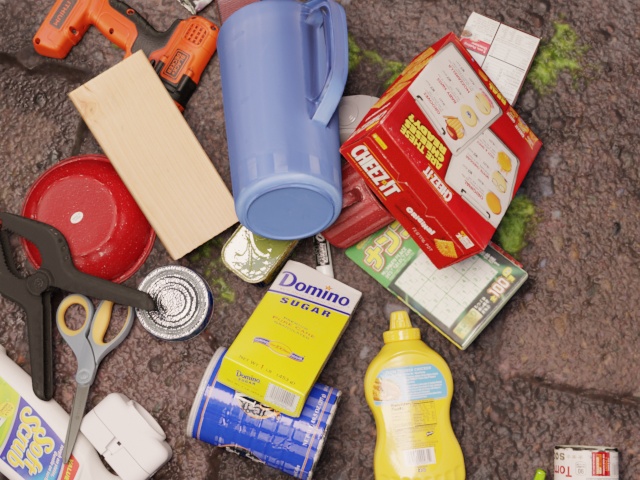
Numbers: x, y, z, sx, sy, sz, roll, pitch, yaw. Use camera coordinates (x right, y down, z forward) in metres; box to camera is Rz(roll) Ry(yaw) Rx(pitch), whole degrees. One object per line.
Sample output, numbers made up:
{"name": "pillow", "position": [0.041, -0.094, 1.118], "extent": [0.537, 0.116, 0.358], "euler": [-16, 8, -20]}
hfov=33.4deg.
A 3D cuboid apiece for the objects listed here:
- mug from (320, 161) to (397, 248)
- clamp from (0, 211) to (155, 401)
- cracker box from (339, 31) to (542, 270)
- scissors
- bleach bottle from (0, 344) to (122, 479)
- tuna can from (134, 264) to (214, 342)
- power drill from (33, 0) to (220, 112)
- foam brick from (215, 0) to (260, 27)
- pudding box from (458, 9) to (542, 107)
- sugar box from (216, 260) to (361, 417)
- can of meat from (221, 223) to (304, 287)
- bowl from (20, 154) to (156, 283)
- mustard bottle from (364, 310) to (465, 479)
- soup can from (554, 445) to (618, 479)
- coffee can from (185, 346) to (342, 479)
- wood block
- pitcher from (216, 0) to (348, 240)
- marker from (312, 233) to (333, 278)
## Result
{"name": "mug", "position": [0.033, -0.041, 1.155], "extent": [0.082, 0.117, 0.093], "euler": [-31, 88, 27]}
{"name": "clamp", "position": [-0.286, 0.044, 1.151], "extent": [0.164, 0.036, 0.210], "euler": [-33, 81, 5]}
{"name": "cracker box", "position": [0.129, -0.097, 1.106], "extent": [0.164, 0.072, 0.213], "euler": [49, 43, -11]}
{"name": "scissors", "position": [-0.272, 0.138, 1.171], "extent": [0.096, 0.016, 0.201], "euler": [18, 64, 15]}
{"name": "bleach bottle", "position": [-0.296, 0.226, 1.163], "extent": [0.251, 0.068, 0.102], "euler": [38, 85, 5]}
{"name": "tuna can", "position": [-0.164, 0.070, 1.194], "extent": [0.086, 0.034, 0.086], "euler": [0, 81, 3]}
{"name": "power drill", "position": [-0.232, -0.205, 1.230], "extent": [0.187, 0.057, 0.184], "euler": [30, 83, 5]}
{"name": "foam brick", "position": [-0.087, -0.244, 1.229], "extent": [0.051, 0.053, 0.078], "euler": [-12, 82, 1]}
{"name": "pudding box", "position": [0.189, -0.194, 1.216], "extent": [0.090, 0.039, 0.113], "euler": [24, 85, 5]}
{"name": "sugar box", "position": [-0.029, 0.099, 1.126], "extent": [0.093, 0.048, 0.176], "euler": [25, 43, 6]}
{"name": "can of meat", "position": [-0.058, 0.001, 1.174], "extent": [0.057, 0.084, 0.102], "euler": [36, 85, 7]}
{"name": "bowl", "position": [-0.268, -0.024, 1.203], "extent": [0.162, 0.055, 0.162], "euler": [0, 82, 3]}
{"name": "mustard bottle", "position": [0.097, 0.172, 1.154], "extent": [0.096, 0.058, 0.191], "euler": [-7, 81, 0]}
{"name": "soup can", "position": [0.281, 0.269, 1.126], "extent": [0.068, 0.068, 0.102], "euler": [2, 81, 3]}
{"name": "coffee can", "position": [-0.059, 0.184, 1.137], "extent": [0.140, 0.103, 0.103], "euler": [20, 83, 5]}
{"name": "wood block", "position": [-0.178, -0.092, 1.155], "extent": [0.090, 0.090, 0.206], "euler": [-33, 103, -7]}
{"name": "pitcher", "position": [-0.034, -0.130, 1.109], "extent": [0.145, 0.149, 0.243], "euler": [-7, 55, 2]}
{"name": "marker", "position": [-0.001, -0.015, 1.207], "extent": [0.020, 0.020, 0.121], "euler": [-7, 81, 1]}
